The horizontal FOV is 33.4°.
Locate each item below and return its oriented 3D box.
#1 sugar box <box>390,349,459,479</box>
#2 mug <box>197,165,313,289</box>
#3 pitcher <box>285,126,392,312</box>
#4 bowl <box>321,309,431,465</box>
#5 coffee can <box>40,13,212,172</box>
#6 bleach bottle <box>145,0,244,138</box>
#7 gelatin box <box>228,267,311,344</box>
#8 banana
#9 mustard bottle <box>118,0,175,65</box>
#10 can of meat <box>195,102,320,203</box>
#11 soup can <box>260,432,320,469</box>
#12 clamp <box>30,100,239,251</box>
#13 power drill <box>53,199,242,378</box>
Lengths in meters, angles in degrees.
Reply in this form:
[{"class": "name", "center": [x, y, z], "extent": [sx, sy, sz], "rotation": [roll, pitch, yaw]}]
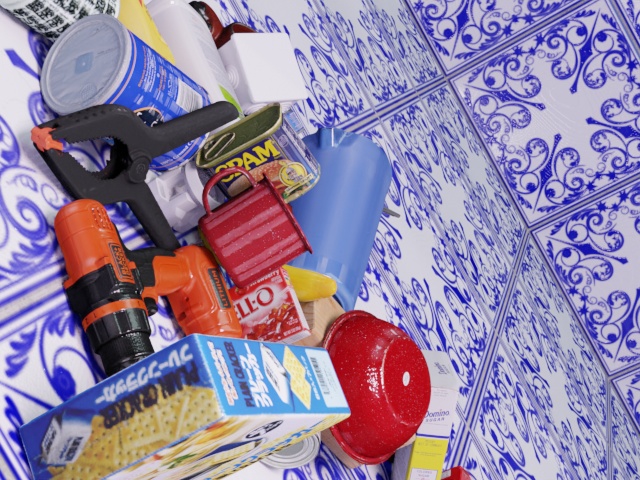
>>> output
[{"class": "sugar box", "center": [0.120, 0.226, 1.243], "extent": [0.093, 0.048, 0.176], "rotation": [-98, -162, -68]}, {"class": "mug", "center": [-0.071, -0.016, 1.029], "extent": [0.117, 0.081, 0.093], "rotation": [60, -3, -21]}, {"class": "pitcher", "center": [0.007, -0.002, 1.269], "extent": [0.149, 0.145, 0.242], "rotation": [34, 42, -18]}, {"class": "bowl", "center": [0.067, 0.147, 1.097], "extent": [0.161, 0.055, 0.162], "rotation": [21, 62, -49]}, {"class": "coffee can", "center": [-0.184, -0.139, 1.029], "extent": [0.140, 0.103, 0.103], "rotation": [34, 33, -54]}, {"class": "bleach bottle", "center": [-0.130, -0.160, 1.208], "extent": [0.102, 0.068, 0.251], "rotation": [35, 25, -58]}, {"class": "gelatin box", "center": [-0.064, 0.077, 1.065], "extent": [0.073, 0.089, 0.030], "rotation": [68, 10, 19]}, {"class": "banana", "center": [-0.070, 0.014, 1.120], "extent": [0.198, 0.070, 0.037], "rotation": [41, 17, 24]}, {"class": "mustard bottle", "center": [-0.218, -0.260, 1.123], "extent": [0.096, 0.058, 0.191], "rotation": [-110, 176, -70]}, {"class": "can of meat", "center": [-0.062, -0.078, 1.086], "extent": [0.084, 0.102, 0.057], "rotation": [53, 20, -30]}, {"class": "soup can", "center": [-0.034, 0.166, 1.055], "extent": [0.068, 0.069, 0.102], "rotation": [50, 22, -31]}, {"class": "clamp", "center": [-0.167, -0.079, 0.976], "extent": [0.036, 0.164, 0.209], "rotation": [26, 1, 40]}, {"class": "power drill", "center": [-0.143, 0.059, 0.933], "extent": [0.187, 0.057, 0.184], "rotation": [19, 46, -64]}]
